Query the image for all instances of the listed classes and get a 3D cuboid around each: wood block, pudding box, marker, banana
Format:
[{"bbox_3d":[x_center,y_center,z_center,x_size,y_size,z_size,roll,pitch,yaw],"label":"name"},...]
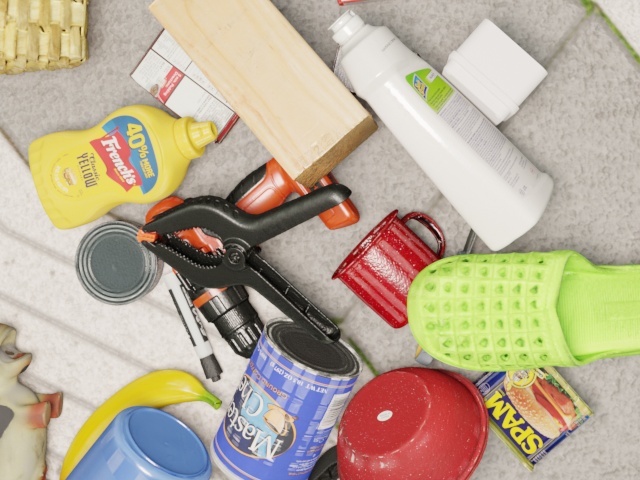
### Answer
[{"bbox_3d":[-0.049,-0.156,0.976,0.090,0.090,0.206,-41,82,6],"label":"wood block"},{"bbox_3d":[-0.119,-0.163,1.060,0.113,0.039,0.090,38,97,1],"label":"pudding box"},{"bbox_3d":[-0.129,0.088,1.089,0.020,0.020,0.121,-23,91,8],"label":"marker"},{"bbox_3d":[-0.195,0.183,1.086,0.198,0.037,0.070,-32,53,13],"label":"banana"}]

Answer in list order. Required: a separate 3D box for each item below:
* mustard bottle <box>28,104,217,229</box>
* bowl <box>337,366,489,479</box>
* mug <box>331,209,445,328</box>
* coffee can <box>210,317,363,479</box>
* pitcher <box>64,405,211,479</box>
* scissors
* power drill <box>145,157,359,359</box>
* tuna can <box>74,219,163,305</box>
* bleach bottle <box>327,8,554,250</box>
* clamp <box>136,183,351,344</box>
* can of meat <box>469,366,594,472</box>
[{"bbox_3d":[-0.188,-0.080,1.047,0.192,0.058,0.096,-16,91,18],"label":"mustard bottle"},{"bbox_3d":[0.074,0.176,1.002,0.162,0.162,0.055,-34,128,8],"label":"bowl"},{"bbox_3d":[0.078,0.023,1.033,0.081,0.093,0.117,43,61,-3],"label":"mug"},{"bbox_3d":[-0.034,0.160,1.029,0.103,0.102,0.140,26,108,4],"label":"coffee can"},{"bbox_3d":[-0.202,0.284,1.041,0.145,0.149,0.243,42,109,15],"label":"pitcher"},{"bbox_3d":[0.136,0.032,1.020,0.016,0.096,0.202,21,100,-6],"label":"scissors"},{"bbox_3d":[-0.057,0.001,1.054,0.188,0.057,0.184,-35,90,8],"label":"power drill"},{"bbox_3d":[-0.203,0.022,1.085,0.086,0.033,0.086,1,95,7],"label":"tuna can"},{"bbox_3d":[0.104,-0.111,0.973,0.251,0.102,0.068,47,123,-6],"label":"bleach bottle"},{"bbox_3d":[-0.069,0.017,1.002,0.210,0.036,0.164,5,117,16],"label":"clamp"},{"bbox_3d":[0.201,0.158,1.037,0.084,0.057,0.102,-42,89,6],"label":"can of meat"}]
